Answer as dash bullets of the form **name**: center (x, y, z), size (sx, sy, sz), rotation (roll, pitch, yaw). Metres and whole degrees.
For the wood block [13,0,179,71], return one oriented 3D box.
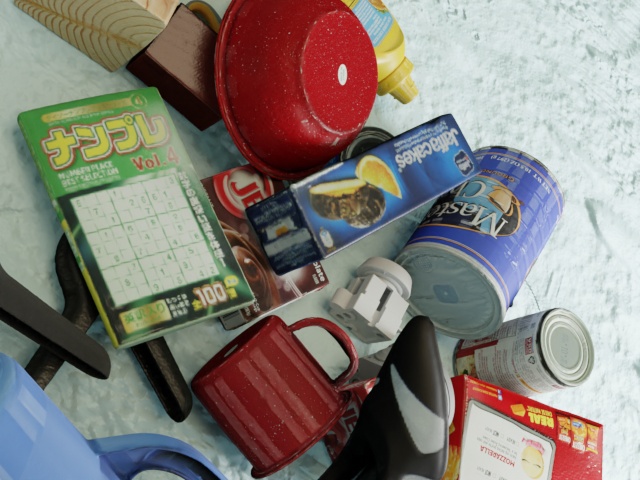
- **wood block**: center (-0.133, -0.242, 0.804), size (0.090, 0.090, 0.206), rotation (34, 57, -23)

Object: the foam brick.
- **foam brick**: center (-0.097, -0.130, 0.807), size (0.078, 0.053, 0.051), rotation (40, 70, -18)

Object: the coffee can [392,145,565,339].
- **coffee can**: center (0.136, 0.001, 0.913), size (0.102, 0.103, 0.140), rotation (48, 52, -14)

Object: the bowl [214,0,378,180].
- **bowl**: center (-0.005, -0.125, 0.808), size (0.161, 0.055, 0.162), rotation (-5, 96, -50)

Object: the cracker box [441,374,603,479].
- **cracker box**: center (0.147, 0.234, 0.861), size (0.164, 0.072, 0.213), rotation (22, 63, -29)

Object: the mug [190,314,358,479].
- **mug**: center (-0.028, 0.100, 0.753), size (0.081, 0.117, 0.093), rotation (51, 12, -5)

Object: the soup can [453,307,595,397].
- **soup can**: center (0.172, 0.100, 0.905), size (0.068, 0.102, 0.068), rotation (13, 67, -33)

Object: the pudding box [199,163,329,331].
- **pudding box**: center (-0.055, 0.001, 0.810), size (0.089, 0.039, 0.113), rotation (-23, 89, -40)

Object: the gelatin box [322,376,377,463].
- **gelatin box**: center (0.035, 0.151, 0.804), size (0.030, 0.073, 0.089), rotation (-18, 86, -39)

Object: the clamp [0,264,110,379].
- **clamp**: center (-0.214, 0.020, 0.629), size (0.164, 0.036, 0.210), rotation (-15, 92, -43)

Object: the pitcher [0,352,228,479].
- **pitcher**: center (-0.137, 0.173, 0.584), size (0.242, 0.145, 0.149), rotation (60, 34, -27)

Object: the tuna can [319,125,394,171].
- **tuna can**: center (0.041, -0.053, 0.904), size (0.086, 0.034, 0.086), rotation (13, 67, -33)

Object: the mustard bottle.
- **mustard bottle**: center (0.018, -0.193, 0.918), size (0.191, 0.058, 0.096), rotation (47, 39, -15)

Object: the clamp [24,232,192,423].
- **clamp**: center (-0.135, 0.046, 0.735), size (0.120, 0.039, 0.171), rotation (23, 62, -31)
